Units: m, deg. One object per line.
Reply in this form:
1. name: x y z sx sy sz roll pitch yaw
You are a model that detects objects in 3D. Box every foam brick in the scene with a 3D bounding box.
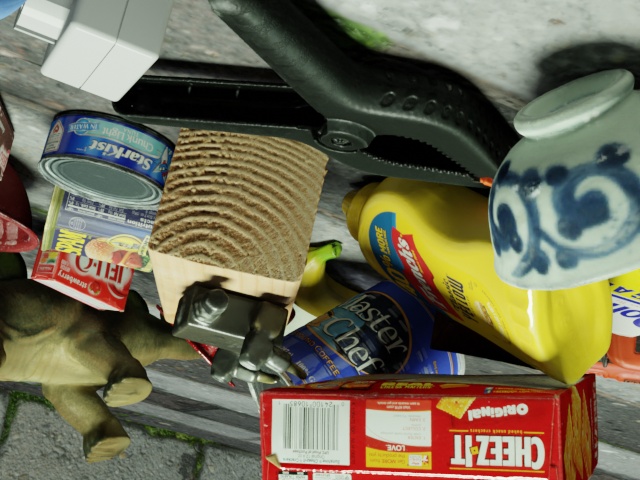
1. foam brick: 0.116 0.046 0.688 0.078 0.053 0.051 11 154 0

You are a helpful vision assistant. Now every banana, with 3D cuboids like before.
1. banana: 0.013 0.047 0.901 0.070 0.037 0.197 6 162 23

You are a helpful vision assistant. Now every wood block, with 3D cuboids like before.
1. wood block: -0.054 0.001 0.704 0.090 0.091 0.206 13 163 -2

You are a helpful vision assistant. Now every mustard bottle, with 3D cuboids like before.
1. mustard bottle: 0.075 0.006 0.615 0.192 0.058 0.096 30 155 49

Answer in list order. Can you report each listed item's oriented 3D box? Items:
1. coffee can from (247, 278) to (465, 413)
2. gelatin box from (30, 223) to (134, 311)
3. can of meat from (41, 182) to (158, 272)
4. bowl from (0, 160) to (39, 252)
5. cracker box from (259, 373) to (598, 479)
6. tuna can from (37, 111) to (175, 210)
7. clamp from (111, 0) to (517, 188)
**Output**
1. coffee can: 0.027 0.101 0.833 0.140 0.103 0.103 -28 179 -24
2. gelatin box: -0.185 0.011 0.862 0.030 0.073 0.089 2 161 31
3. can of meat: -0.155 -0.017 0.780 0.084 0.057 0.102 14 163 -13
4. bowl: -0.281 -0.042 0.788 0.162 0.055 0.162 12 164 3
5. cracker box: 0.077 0.118 0.649 0.164 0.072 0.213 -2 175 19
6. tuna can: -0.137 -0.051 0.692 0.086 0.033 0.086 12 164 3
7. clamp: 0.011 -0.068 0.518 0.209 0.036 0.165 15 164 -15
